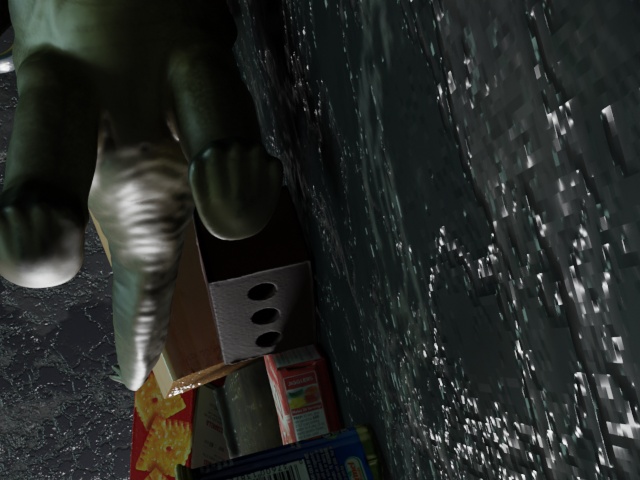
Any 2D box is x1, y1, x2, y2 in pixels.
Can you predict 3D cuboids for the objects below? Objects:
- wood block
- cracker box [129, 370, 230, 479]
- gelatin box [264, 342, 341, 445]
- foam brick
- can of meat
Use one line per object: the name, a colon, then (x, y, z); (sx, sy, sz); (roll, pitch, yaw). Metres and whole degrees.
wood block: (-0.100, -0.009, 0.724); (0.091, 0.090, 0.206); (123, 125, -71)
cracker box: (-0.104, 0.225, 0.965); (0.164, 0.072, 0.213); (35, -128, -59)
gelatin box: (-0.010, 0.092, 0.593); (0.089, 0.030, 0.073); (-140, 37, -78)
foam brick: (-0.033, 0.019, 0.551); (0.078, 0.053, 0.051); (85, 169, -52)
can of meat: (-0.012, 0.130, 0.463); (0.102, 0.084, 0.057); (84, 170, -47)
